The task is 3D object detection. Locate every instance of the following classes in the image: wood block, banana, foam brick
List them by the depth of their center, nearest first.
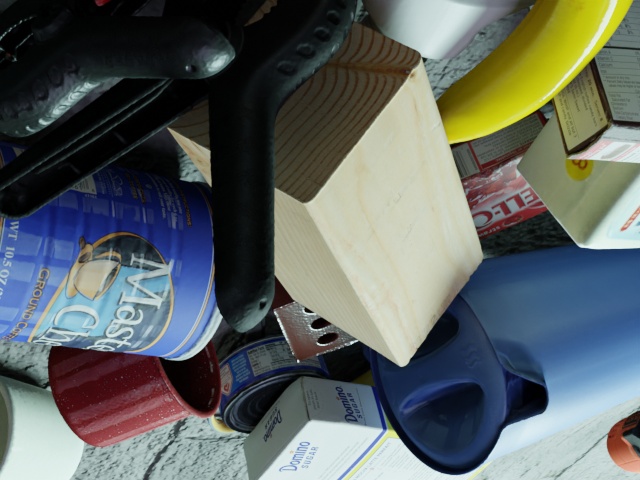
[{"bbox_3d":[0.100,-0.102,0.488,0.069,0.037,0.198,12,150,-3],"label":"banana"},{"bbox_3d":[0.014,-0.023,0.566,0.090,0.091,0.206,-52,151,-12],"label":"wood block"},{"bbox_3d":[-0.006,0.035,0.710,0.053,0.051,0.078,-19,145,1],"label":"foam brick"}]

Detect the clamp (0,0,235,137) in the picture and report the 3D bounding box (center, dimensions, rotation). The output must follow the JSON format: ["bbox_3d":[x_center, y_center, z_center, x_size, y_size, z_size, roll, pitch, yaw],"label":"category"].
[{"bbox_3d":[-0.098,-0.099,0.465,0.172,0.120,0.039,-12,135,30],"label":"clamp"}]

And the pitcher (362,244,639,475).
[{"bbox_3d":[0.157,0.063,0.746,0.242,0.149,0.145,-11,147,-33],"label":"pitcher"}]

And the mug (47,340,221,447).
[{"bbox_3d":[-0.120,0.083,0.707,0.082,0.093,0.117,-23,-178,15],"label":"mug"}]

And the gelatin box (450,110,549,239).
[{"bbox_3d":[0.112,-0.036,0.683,0.089,0.030,0.073,-23,145,8],"label":"gelatin box"}]

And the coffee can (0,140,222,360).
[{"bbox_3d":[-0.131,0.006,0.570,0.140,0.103,0.103,11,136,-35],"label":"coffee can"}]

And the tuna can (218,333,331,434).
[{"bbox_3d":[-0.035,0.106,0.780,0.086,0.034,0.086,-14,145,-10],"label":"tuna can"}]

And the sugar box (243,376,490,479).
[{"bbox_3d":[0.041,0.151,0.795,0.176,0.048,0.093,15,132,-27],"label":"sugar box"}]

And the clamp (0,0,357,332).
[{"bbox_3d":[-0.053,-0.074,0.467,0.165,0.210,0.036,14,163,32],"label":"clamp"}]
